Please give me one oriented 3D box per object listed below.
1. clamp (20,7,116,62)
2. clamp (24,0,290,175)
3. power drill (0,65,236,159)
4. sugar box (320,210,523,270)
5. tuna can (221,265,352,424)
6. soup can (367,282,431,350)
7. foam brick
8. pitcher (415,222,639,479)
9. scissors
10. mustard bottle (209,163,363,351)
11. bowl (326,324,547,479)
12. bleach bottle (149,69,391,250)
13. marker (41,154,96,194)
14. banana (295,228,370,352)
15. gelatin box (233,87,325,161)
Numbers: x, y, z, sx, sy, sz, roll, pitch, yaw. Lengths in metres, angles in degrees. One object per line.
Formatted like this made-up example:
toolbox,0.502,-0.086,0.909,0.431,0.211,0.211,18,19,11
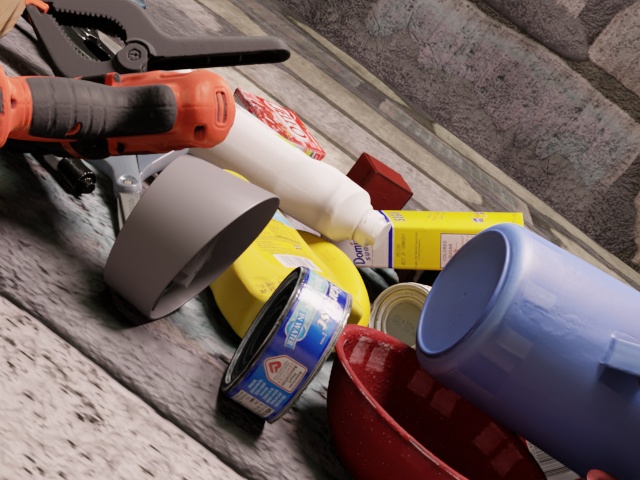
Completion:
clamp,-0.219,-0.180,0.978,0.171,0.039,0.120,50,24,23
clamp,-0.148,-0.130,0.854,0.210,0.164,0.036,23,-22,1
power drill,-0.169,-0.072,0.602,0.185,0.057,0.187,-2,5,33
sugar box,0.093,-0.002,0.960,0.176,0.048,0.093,4,10,9
tuna can,-0.020,0.057,0.596,0.033,0.086,0.086,33,14,-8
soup can,0.091,0.072,0.860,0.069,0.068,0.102,46,17,31
foam brick,0.047,-0.040,1.101,0.051,0.078,0.053,30,18,-27
pitcher,0.189,0.090,0.673,0.242,0.149,0.145,31,33,-16
scissors,-0.118,-0.042,0.749,0.096,0.016,0.202,-10,37,-25
mustard bottle,-0.055,0.001,0.745,0.096,0.058,0.192,8,30,-40
bowl,0.059,0.122,0.640,0.162,0.055,0.162,35,14,-10
bleach bottle,-0.053,-0.070,0.902,0.251,0.068,0.102,33,6,15
marker,-0.192,-0.072,0.730,0.121,0.020,0.020,43,15,24
banana,0.004,0.039,0.830,0.069,0.037,0.198,8,22,-19
gelatin box,-0.044,-0.106,1.028,0.073,0.030,0.089,20,23,-35
